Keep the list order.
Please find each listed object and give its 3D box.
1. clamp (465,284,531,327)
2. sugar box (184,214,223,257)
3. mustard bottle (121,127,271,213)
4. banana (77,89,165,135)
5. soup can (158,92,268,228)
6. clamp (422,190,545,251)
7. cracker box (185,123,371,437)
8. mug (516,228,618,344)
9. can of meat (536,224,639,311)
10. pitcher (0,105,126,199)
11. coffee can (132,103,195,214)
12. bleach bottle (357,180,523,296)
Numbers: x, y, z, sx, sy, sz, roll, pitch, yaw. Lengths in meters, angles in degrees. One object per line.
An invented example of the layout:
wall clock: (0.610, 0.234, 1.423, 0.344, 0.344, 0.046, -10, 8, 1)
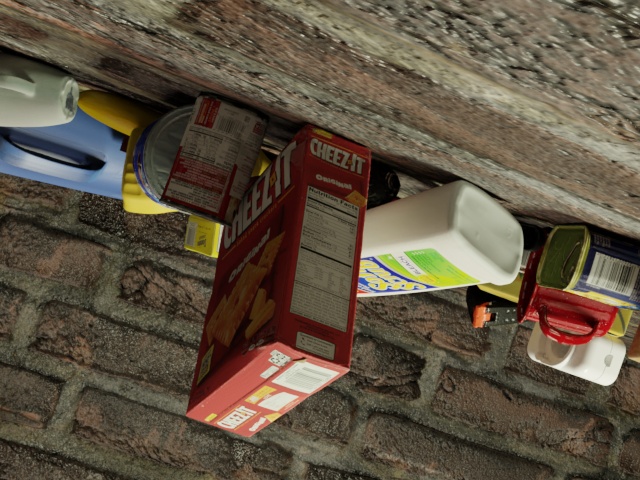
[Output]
clamp: (0.234, 0.061, 1.328, 0.165, 0.036, 0.209, 21, -155, 36)
sugar box: (-0.058, 0.002, 1.227, 0.176, 0.048, 0.093, 8, -177, -26)
mustard bottle: (-0.116, -0.070, 1.163, 0.191, 0.096, 0.058, 5, 148, -3)
banana: (-0.194, -0.134, 1.219, 0.197, 0.037, 0.070, 22, -164, -26)
soup can: (-0.092, -0.070, 0.932, 0.068, 0.102, 0.068, 20, 178, 0)
clamp: (0.154, -0.013, 1.030, 0.120, 0.039, 0.171, 24, -178, 9)
cracker box: (-0.036, 0.034, 0.889, 0.072, 0.213, 0.164, 22, 143, -22)
mug: (0.237, 0.051, 1.007, 0.081, 0.093, 0.117, 15, -137, 3)
can of meat: (0.245, 0.026, 0.922, 0.084, 0.057, 0.102, 18, 179, -5)
pitcher: (-0.327, -0.125, 1.334, 0.242, 0.149, 0.145, 17, 156, -40)
coffee can: (-0.128, -0.078, 1.048, 0.102, 0.103, 0.140, 20, 178, -14)
bleach bottle: (0.054, 0.016, 0.975, 0.102, 0.068, 0.251, 35, 146, -33)
